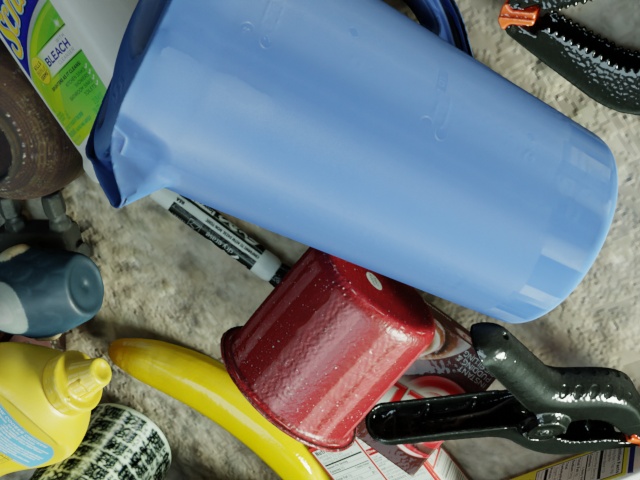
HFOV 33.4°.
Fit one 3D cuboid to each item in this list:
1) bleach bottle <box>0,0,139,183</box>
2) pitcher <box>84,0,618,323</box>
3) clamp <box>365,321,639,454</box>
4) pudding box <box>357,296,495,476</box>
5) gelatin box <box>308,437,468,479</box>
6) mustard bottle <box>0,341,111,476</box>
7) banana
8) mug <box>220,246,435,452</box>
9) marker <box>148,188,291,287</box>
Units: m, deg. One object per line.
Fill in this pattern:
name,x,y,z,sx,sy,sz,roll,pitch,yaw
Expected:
bleach bottle,-0.165,-0.157,0.589,0.251,0.068,0.103,53,144,-7
pitcher,0.022,-0.061,0.522,0.242,0.145,0.149,25,114,-17
clamp,0.123,0.088,0.598,0.171,0.039,0.120,5,151,-20
pudding box,0.040,0.076,0.654,0.113,0.039,0.090,37,103,-2
gelatin box,0.047,0.153,0.722,0.073,0.030,0.089,-30,103,33
mustard bottle,-0.212,0.115,0.715,0.192,0.058,0.096,-23,119,31
banana,-0.060,0.125,0.742,0.197,0.037,0.070,41,125,-7
mug,0.014,0.053,0.580,0.082,0.117,0.093,-50,55,18
marker,-0.054,0.001,0.674,0.121,0.020,0.020,37,126,-4
